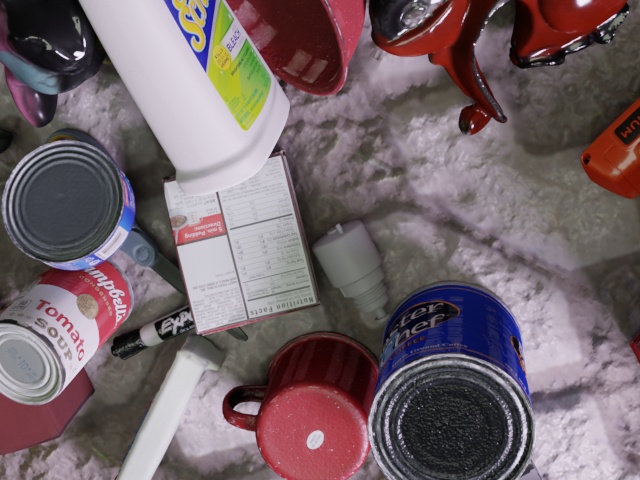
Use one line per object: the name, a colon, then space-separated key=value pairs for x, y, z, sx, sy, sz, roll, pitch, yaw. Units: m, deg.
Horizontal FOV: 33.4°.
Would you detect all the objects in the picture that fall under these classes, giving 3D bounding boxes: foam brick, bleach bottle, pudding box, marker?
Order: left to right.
foam brick: x=-0.212 y=0.114 z=0.790 sx=0.053 sy=0.078 sz=0.051 roll=-20 pitch=104 yaw=13
bleach bottle: x=-0.111 y=-0.154 z=0.653 sx=0.068 sy=0.102 sz=0.250 roll=-15 pitch=122 yaw=29
marker: x=-0.103 y=0.059 z=0.790 sx=0.121 sy=0.020 sz=0.020 roll=-25 pitch=101 yaw=14
pudding box: x=-0.055 y=0.001 z=0.741 sx=0.090 sy=0.039 sz=0.113 roll=-13 pitch=95 yaw=-1

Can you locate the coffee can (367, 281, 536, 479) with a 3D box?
coffee can: x=0.087 y=0.097 z=0.712 sx=0.103 sy=0.140 sz=0.103 roll=2 pitch=106 yaw=7

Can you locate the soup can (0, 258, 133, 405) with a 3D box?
soup can: x=-0.183 y=0.058 z=0.742 sx=0.068 sy=0.102 sz=0.068 roll=9 pitch=120 yaw=16

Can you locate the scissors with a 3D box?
scissors: x=-0.145 y=0.013 z=0.776 sx=0.096 sy=0.016 sz=0.202 roll=-33 pitch=93 yaw=20

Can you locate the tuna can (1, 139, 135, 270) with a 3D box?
tuna can: x=-0.171 y=-0.023 z=0.731 sx=0.086 sy=0.033 sz=0.086 roll=-2 pitch=78 yaw=7

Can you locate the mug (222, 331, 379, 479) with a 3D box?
mug: x=-0.013 y=0.121 z=0.763 sx=0.117 sy=0.081 sz=0.093 roll=6 pitch=107 yaw=6

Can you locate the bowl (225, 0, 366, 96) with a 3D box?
bowl: x=-0.023 y=-0.170 z=0.663 sx=0.055 sy=0.162 sz=0.162 roll=-42 pitch=98 yaw=-15
